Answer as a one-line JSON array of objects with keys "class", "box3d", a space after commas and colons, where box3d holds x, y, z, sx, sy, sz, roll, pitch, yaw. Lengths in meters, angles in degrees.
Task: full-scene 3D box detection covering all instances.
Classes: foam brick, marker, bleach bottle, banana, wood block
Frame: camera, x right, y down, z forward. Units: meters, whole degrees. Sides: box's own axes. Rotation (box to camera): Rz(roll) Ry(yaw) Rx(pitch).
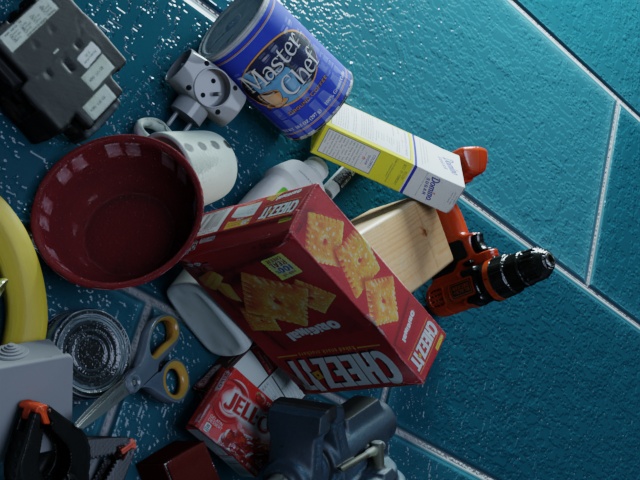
[{"class": "foam brick", "box3d": [-0.132, 0.238, 1.032, 0.051, 0.053, 0.078, -27, 100, -41]}, {"class": "marker", "box3d": [0.039, -0.090, 1.273, 0.121, 0.020, 0.020, -48, 112, -36]}, {"class": "bleach bottle", "box3d": [-0.057, 0.001, 1.143, 0.102, 0.068, 0.250, 55, 49, -22]}, {"class": "banana", "box3d": [-0.280, 0.040, 0.955, 0.069, 0.037, 0.198, -1, 82, -42]}, {"class": "wood block", "box3d": [0.061, 0.020, 1.182, 0.205, 0.090, 0.091, -28, 99, -59]}]

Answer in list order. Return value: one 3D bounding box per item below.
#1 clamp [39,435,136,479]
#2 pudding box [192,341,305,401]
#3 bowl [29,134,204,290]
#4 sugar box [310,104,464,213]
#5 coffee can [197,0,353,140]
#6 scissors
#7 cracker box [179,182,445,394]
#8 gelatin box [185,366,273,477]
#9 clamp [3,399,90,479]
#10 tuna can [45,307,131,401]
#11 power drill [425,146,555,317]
[{"class": "clamp", "box3d": [-0.243, 0.248, 0.943, 0.209, 0.036, 0.164, -28, 103, -41]}, {"class": "pudding box", "box3d": [-0.067, 0.153, 1.117, 0.113, 0.039, 0.090, -44, 112, -34]}, {"class": "bowl", "box3d": [-0.186, -0.018, 1.005, 0.162, 0.055, 0.162, -1, 64, 3]}, {"class": "sugar box", "box3d": [0.077, -0.098, 1.223, 0.176, 0.048, 0.093, 26, 26, -10]}, {"class": "coffee can", "box3d": [-0.048, -0.191, 1.162, 0.140, 0.103, 0.102, 41, 57, -28]}, {"class": "scissors", "box3d": [-0.167, 0.144, 0.997, 0.201, 0.016, 0.096, -65, 139, -56]}, {"class": "cracker box", "box3d": [-0.010, 0.055, 1.012, 0.213, 0.164, 0.072, 50, 50, -26]}, {"class": "gelatin box", "box3d": [-0.081, 0.180, 1.056, 0.089, 0.030, 0.073, 47, 58, -25]}, {"class": "clamp", "box3d": [-0.218, 0.213, 0.913, 0.120, 0.039, 0.171, -18, 110, -53]}, {"class": "tuna can", "box3d": [-0.220, 0.106, 0.995, 0.085, 0.034, 0.086, 10, 75, -39]}, {"class": "power drill", "box3d": [0.186, -0.014, 1.289, 0.057, 0.185, 0.187, 1, 71, -45]}]
